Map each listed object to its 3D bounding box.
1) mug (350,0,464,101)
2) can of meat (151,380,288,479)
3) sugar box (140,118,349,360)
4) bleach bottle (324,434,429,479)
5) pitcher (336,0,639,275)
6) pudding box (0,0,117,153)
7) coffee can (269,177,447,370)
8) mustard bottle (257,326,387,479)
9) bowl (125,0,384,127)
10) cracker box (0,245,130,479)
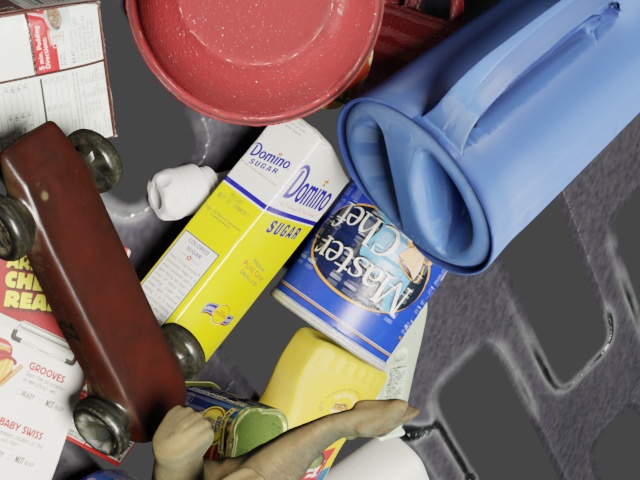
[{"bbox_3d":[0.073,-0.133,0.768,0.093,0.082,0.117,5,108,-39],"label":"mug"},{"bbox_3d":[-0.073,0.161,0.778,0.057,0.084,0.102,9,90,-44],"label":"can of meat"},{"bbox_3d":[-0.055,0.001,0.738,0.176,0.048,0.093,-50,160,-4],"label":"sugar box"},{"bbox_3d":[-0.019,0.268,0.905,0.250,0.068,0.102,-31,127,-19],"label":"bleach bottle"},{"bbox_3d":[0.140,-0.102,0.686,0.242,0.149,0.145,-40,121,-20],"label":"pitcher"},{"bbox_3d":[-0.180,-0.093,0.624,0.113,0.039,0.090,-17,121,-28],"label":"pudding box"},{"bbox_3d":[0.043,0.011,0.800,0.102,0.103,0.140,37,87,-42],"label":"coffee can"},{"bbox_3d":[-0.029,0.167,0.850,0.096,0.058,0.191,32,91,-47],"label":"mustard bottle"},{"bbox_3d":[-0.039,-0.149,0.638,0.162,0.055,0.162,0,97,-3],"label":"bowl"},{"bbox_3d":[-0.225,0.079,0.620,0.164,0.072,0.213,23,82,-41],"label":"cracker box"}]
